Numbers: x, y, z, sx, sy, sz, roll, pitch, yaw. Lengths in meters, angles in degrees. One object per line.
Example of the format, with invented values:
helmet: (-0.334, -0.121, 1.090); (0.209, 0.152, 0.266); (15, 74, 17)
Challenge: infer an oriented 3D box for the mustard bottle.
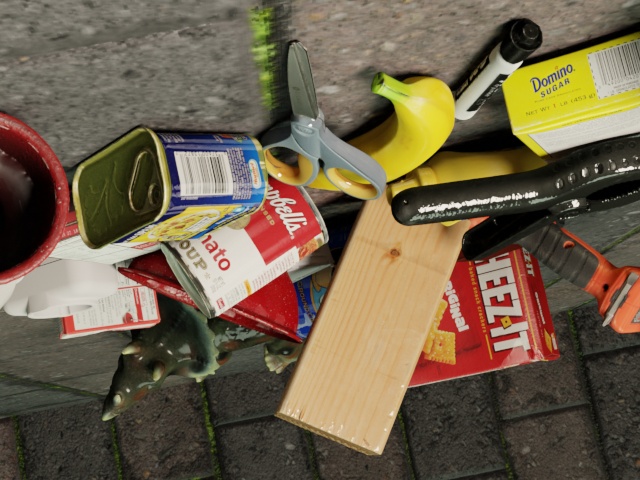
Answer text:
mustard bottle: (0.144, -0.047, 0.842); (0.191, 0.058, 0.096); (-8, 177, -16)

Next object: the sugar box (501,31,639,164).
sugar box: (0.183, -0.087, 0.706); (0.093, 0.048, 0.176); (-14, 173, 19)

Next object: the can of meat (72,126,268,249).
can of meat: (-0.094, -0.032, 0.675); (0.083, 0.057, 0.102); (-4, 167, -42)

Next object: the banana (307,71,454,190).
banana: (0.041, -0.068, 0.694); (0.069, 0.037, 0.198); (15, 162, -10)

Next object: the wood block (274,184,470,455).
wood block: (0.043, 0.068, 0.899); (0.091, 0.206, 0.090); (23, 168, 0)

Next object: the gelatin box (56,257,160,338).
gelatin box: (-0.191, 0.045, 0.948); (0.089, 0.073, 0.030); (-6, 170, -29)

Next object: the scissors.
scissors: (0.009, -0.063, 0.641); (0.096, 0.016, 0.202); (20, 164, -7)

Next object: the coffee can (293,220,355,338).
coffee can: (0.027, 0.034, 1.035); (0.140, 0.103, 0.102); (-14, 170, 16)

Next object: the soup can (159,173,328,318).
soup can: (-0.055, 0.001, 0.765); (0.102, 0.068, 0.068); (-34, 175, -14)

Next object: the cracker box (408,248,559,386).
cracker box: (0.149, 0.078, 1.239); (0.214, 0.164, 0.072); (-16, 171, 26)

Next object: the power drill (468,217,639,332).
power drill: (0.224, 0.009, 0.949); (0.188, 0.057, 0.184); (35, -160, 32)

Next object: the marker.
marker: (0.100, -0.098, 0.622); (0.020, 0.020, 0.121); (-9, 170, -12)

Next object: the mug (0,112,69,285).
mug: (-0.195, -0.006, 0.570); (0.093, 0.117, 0.082); (32, 159, -18)

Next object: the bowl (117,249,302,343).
bowl: (-0.080, 0.031, 0.869); (0.162, 0.055, 0.162); (21, 172, 3)

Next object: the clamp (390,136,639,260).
clamp: (0.168, -0.032, 0.746); (0.210, 0.036, 0.164); (-16, 164, 15)
